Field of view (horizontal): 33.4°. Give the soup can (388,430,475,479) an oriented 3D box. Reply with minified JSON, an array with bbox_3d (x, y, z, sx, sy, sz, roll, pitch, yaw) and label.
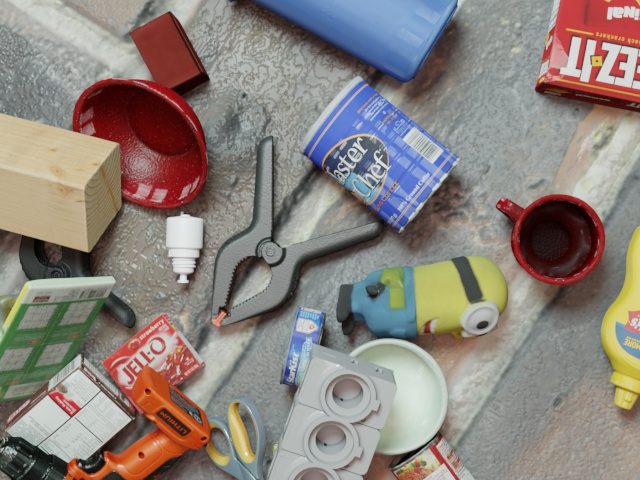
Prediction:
[{"bbox_3d":[0.129,0.263,1.136,0.068,0.068,0.102,-37,88,3],"label":"soup can"}]

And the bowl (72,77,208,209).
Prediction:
[{"bbox_3d":[-0.182,-0.114,1.145,0.162,0.055,0.162,14,131,17],"label":"bowl"}]

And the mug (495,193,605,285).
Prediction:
[{"bbox_3d":[0.235,-0.007,1.125,0.117,0.081,0.093,32,92,3],"label":"mug"}]

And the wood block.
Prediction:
[{"bbox_3d":[-0.326,-0.071,1.138,0.206,0.090,0.091,14,130,9],"label":"wood block"}]

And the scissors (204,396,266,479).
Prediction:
[{"bbox_3d":[-0.081,0.270,1.152,0.096,0.016,0.202,-12,87,38],"label":"scissors"}]

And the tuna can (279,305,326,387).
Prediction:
[{"bbox_3d":[-0.018,0.115,1.139,0.034,0.086,0.086,12,90,2],"label":"tuna can"}]

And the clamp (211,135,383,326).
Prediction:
[{"bbox_3d":[-0.058,0.001,1.167,0.164,0.036,0.210,44,93,3],"label":"clamp"}]

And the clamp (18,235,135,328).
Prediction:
[{"bbox_3d":[-0.275,0.041,1.182,0.120,0.039,0.171,-13,93,3],"label":"clamp"}]

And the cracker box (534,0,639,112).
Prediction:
[{"bbox_3d":[0.332,-0.250,1.125,0.164,0.072,0.214,12,91,5],"label":"cracker box"}]

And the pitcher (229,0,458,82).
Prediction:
[{"bbox_3d":[0.023,-0.278,1.116,0.243,0.149,0.145,31,80,0],"label":"pitcher"}]

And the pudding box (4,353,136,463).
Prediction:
[{"bbox_3d":[-0.273,0.195,1.169,0.113,0.039,0.090,-40,108,4],"label":"pudding box"}]

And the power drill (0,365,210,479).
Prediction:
[{"bbox_3d":[-0.225,0.222,1.134,0.188,0.057,0.184,-43,117,8],"label":"power drill"}]

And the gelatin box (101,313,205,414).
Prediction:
[{"bbox_3d":[-0.185,0.136,1.178,0.089,0.030,0.073,-38,87,3],"label":"gelatin box"}]

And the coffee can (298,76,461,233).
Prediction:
[{"bbox_3d":[0.062,-0.090,1.127,0.140,0.103,0.103,39,92,3],"label":"coffee can"}]

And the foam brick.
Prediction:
[{"bbox_3d":[-0.164,-0.201,1.170,0.051,0.053,0.078,-29,87,3],"label":"foam brick"}]
